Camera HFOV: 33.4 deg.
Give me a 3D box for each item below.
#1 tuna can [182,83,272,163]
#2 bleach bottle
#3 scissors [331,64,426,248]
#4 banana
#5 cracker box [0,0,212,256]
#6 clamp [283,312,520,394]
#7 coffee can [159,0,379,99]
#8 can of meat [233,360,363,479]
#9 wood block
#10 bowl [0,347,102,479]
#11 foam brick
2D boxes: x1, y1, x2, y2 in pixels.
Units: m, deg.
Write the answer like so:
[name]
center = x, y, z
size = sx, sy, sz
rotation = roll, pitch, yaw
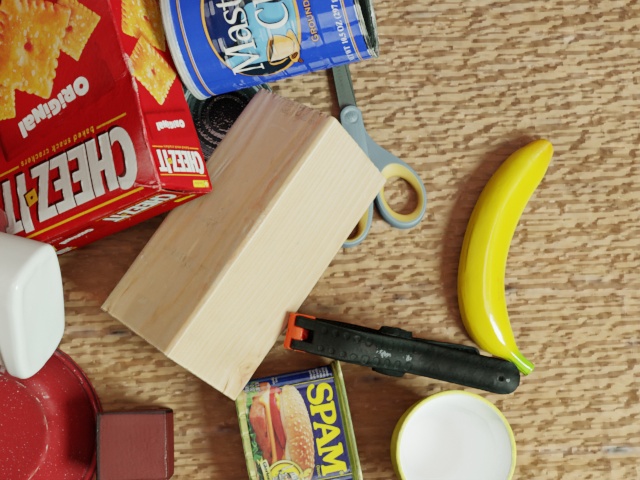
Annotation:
[tuna can]
center = -0.076, -0.098, 0.866
size = 0.086, 0.034, 0.086
rotation = 1, 81, -5
[bleach bottle]
center = -0.318, 0.022, 0.793
size = 0.251, 0.103, 0.068
rotation = 14, 37, 12
[scissors]
center = 0.044, -0.092, 0.884
size = 0.096, 0.016, 0.202
rotation = 5, 81, -2
[banana]
center = 0.147, 0.008, 0.871
size = 0.069, 0.037, 0.198
rotation = 12, 81, -23
[cracker box]
center = -0.189, -0.111, 0.799
size = 0.164, 0.072, 0.214
rotation = -20, 81, 29
[clamp]
center = 0.062, 0.084, 0.792
size = 0.171, 0.120, 0.039
rotation = 9, 84, -15
[coffee can]
center = -0.036, -0.170, 0.793
size = 0.140, 0.102, 0.103
rotation = -11, 82, 11
[can of meat]
center = -0.018, 0.149, 0.821
size = 0.084, 0.057, 0.102
rotation = -10, 81, -4
[wood block]
center = -0.056, 0.001, 0.805
size = 0.090, 0.090, 0.206
rotation = 28, 79, 40
[bowl]
center = -0.246, 0.147, 0.800
size = 0.162, 0.055, 0.162
rotation = 1, 80, -5
[foam brick]
center = -0.138, 0.152, 0.798
size = 0.053, 0.078, 0.051
rotation = -2, 82, -4
